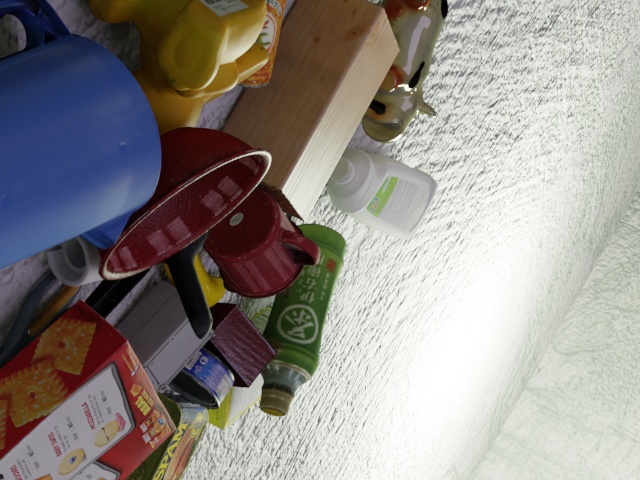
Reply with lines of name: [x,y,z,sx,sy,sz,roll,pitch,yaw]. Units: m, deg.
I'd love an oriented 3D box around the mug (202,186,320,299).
mug: [-0.057,0.001,1.025,0.081,0.117,0.093,59,48,-61]

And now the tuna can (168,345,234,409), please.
tuna can: [-0.131,0.134,1.085,0.033,0.086,0.086,-56,156,-24]

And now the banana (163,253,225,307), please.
banana: [-0.128,0.022,1.048,0.198,0.037,0.069,69,21,-64]

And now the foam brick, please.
foam brick: [-0.097,0.111,1.133,0.051,0.053,0.078,-49,115,-28]

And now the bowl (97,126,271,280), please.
bowl: [-0.118,-0.039,0.826,0.162,0.055,0.162,-36,171,-7]

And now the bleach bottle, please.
bleach bottle: [0.072,-0.070,1.352,0.102,0.068,0.250,-65,155,0]

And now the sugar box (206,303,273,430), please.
sugar box: [-0.077,0.139,1.261,0.176,0.048,0.093,-36,141,-55]

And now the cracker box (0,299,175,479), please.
cracker box: [-0.232,0.174,0.866,0.213,0.072,0.164,-43,150,-19]

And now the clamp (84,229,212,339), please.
clamp: [-0.129,0.011,0.919,0.039,0.120,0.171,70,35,-63]

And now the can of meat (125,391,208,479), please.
can of meat: [-0.168,0.209,1.118,0.102,0.057,0.083,-64,160,-1]

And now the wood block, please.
wood block: [-0.014,-0.137,1.058,0.206,0.090,0.090,-62,157,-10]

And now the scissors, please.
scissors: [-0.256,0.109,0.875,0.201,0.016,0.096,-56,156,-21]

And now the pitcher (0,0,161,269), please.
pitcher: [-0.228,-0.045,0.657,0.242,0.149,0.145,-33,163,-47]
